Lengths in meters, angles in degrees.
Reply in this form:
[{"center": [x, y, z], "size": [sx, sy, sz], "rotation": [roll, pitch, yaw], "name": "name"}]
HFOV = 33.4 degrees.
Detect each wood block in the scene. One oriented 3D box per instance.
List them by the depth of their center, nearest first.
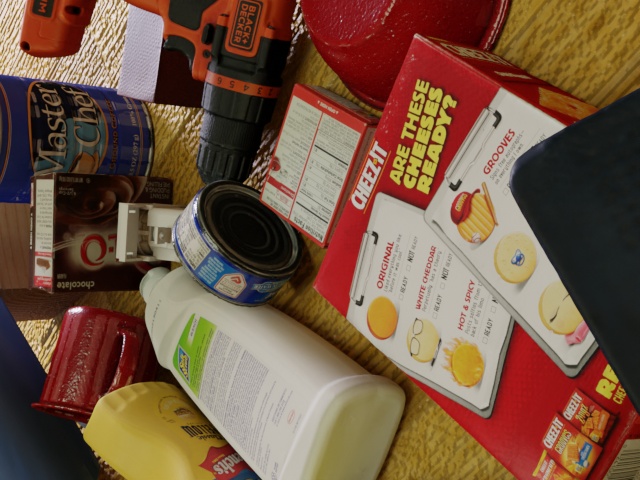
[{"center": [-0.283, -0.037, 0.967], "size": [0.091, 0.090, 0.206], "rotation": [-32, 67, 44], "name": "wood block"}]

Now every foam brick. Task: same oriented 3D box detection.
[{"center": [-0.115, -0.143, 0.813], "size": [0.053, 0.051, 0.078], "rotation": [22, 106, 45], "name": "foam brick"}]

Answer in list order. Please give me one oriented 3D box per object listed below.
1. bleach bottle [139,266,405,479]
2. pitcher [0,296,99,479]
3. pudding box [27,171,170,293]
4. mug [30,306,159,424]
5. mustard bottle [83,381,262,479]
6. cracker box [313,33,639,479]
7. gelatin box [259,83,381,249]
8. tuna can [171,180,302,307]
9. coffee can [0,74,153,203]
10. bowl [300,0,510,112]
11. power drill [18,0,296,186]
[{"center": [-0.053, 0.079, 0.735], "size": [0.251, 0.067, 0.103], "rotation": [37, 114, 44], "name": "bleach bottle"}, {"center": [-0.293, 0.129, 0.875], "size": [0.149, 0.145, 0.243], "rotation": [23, 144, 61], "name": "pitcher"}, {"center": [-0.168, -0.006, 0.824], "size": [0.039, 0.113, 0.090], "rotation": [1, 91, 45], "name": "pudding box"}, {"center": [-0.164, 0.098, 0.821], "size": [0.117, 0.093, 0.081], "rotation": [-26, 49, 65], "name": "mug"}, {"center": [-0.068, 0.168, 0.718], "size": [0.192, 0.096, 0.058], "rotation": [33, 102, 33], "name": "mustard bottle"}, {"center": [0.107, 0.012, 0.553], "size": [0.214, 0.071, 0.164], "rotation": [42, 118, 41], "name": "cracker box"}, {"center": [0.003, -0.048, 0.698], "size": [0.073, 0.030, 0.089], "rotation": [35, 115, 41], "name": "gelatin box"}, {"center": [-0.055, 0.001, 0.719], "size": [0.034, 0.085, 0.086], "rotation": [-48, 56, 34], "name": "tuna can"}, {"center": [-0.222, -0.079, 0.863], "size": [0.103, 0.140, 0.103], "rotation": [-1, 89, 48], "name": "coffee can"}, {"center": [0.037, -0.159, 0.644], "size": [0.162, 0.055, 0.162], "rotation": [-1, 88, 48], "name": "bowl"}, {"center": [-0.112, -0.142, 0.747], "size": [0.188, 0.057, 0.184], "rotation": [17, 102, 10], "name": "power drill"}]
